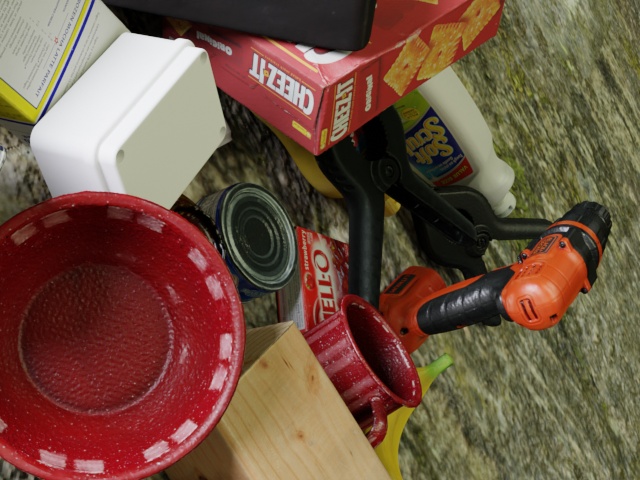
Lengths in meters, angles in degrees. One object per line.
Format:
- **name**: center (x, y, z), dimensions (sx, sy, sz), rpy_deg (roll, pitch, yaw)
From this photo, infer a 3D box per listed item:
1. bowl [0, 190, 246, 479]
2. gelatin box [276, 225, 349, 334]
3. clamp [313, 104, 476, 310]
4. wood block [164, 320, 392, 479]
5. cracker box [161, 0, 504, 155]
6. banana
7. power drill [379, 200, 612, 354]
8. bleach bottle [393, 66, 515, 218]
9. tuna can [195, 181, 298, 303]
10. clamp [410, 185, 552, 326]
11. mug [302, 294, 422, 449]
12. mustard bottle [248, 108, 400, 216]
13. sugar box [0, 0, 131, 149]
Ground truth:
- **bowl**: center (-0.126, 0.055, 0.604), dimensions (0.162, 0.055, 0.162), rpy_deg (1, 84, -13)
- **gelatin box**: center (-0.001, 0.040, 0.841), dimensions (0.073, 0.030, 0.089), rpy_deg (18, 59, -48)
- **clamp**: center (0.040, -0.043, 0.851), dimensions (0.164, 0.036, 0.210), rpy_deg (-44, 112, -39)
- **wood block**: center (-0.018, 0.166, 0.690), dimensions (0.090, 0.091, 0.206), rpy_deg (-44, 109, -40)
- **cracker box**: center (0.013, -0.175, 0.802), dimensions (0.164, 0.072, 0.213), rpy_deg (36, 53, 25)
- **banana**: center (0.053, 0.149, 0.817), dimensions (0.037, 0.070, 0.197), rpy_deg (46, 31, -11)
- **power drill**: center (0.147, 0.032, 0.906), dimensions (0.184, 0.188, 0.057), rpy_deg (-38, 103, -52)
- **bleach bottle**: center (0.115, -0.104, 1.005), dimensions (0.250, 0.103, 0.068), rpy_deg (42, 48, -34)
- **tuna can**: center (-0.055, 0.001, 0.784), dimensions (0.086, 0.034, 0.086), rpy_deg (28, 52, -43)
- **clamp**: center (0.155, -0.007, 1.026), dimensions (0.171, 0.039, 0.120), rpy_deg (45, 77, -31)
- **mug**: center (0.016, 0.107, 0.760), dimensions (0.093, 0.082, 0.117), rpy_deg (39, 24, -39)
- **mustard bottle**: center (0.008, -0.093, 0.896), dimensions (0.191, 0.058, 0.096), rpy_deg (51, 45, -25)
- **sugar box**: center (-0.173, -0.119, 0.609), dimensions (0.176, 0.048, 0.093), rpy_deg (53, 55, -63)
